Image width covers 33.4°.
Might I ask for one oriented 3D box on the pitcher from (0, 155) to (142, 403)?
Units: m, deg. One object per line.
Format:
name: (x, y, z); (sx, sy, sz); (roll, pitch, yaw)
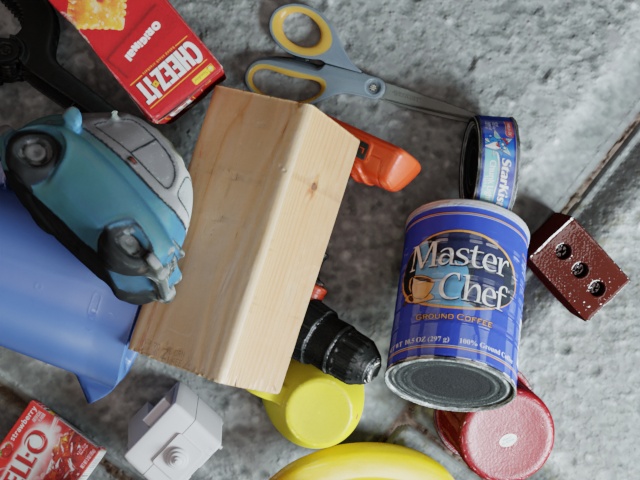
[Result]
pitcher: (-0.243, 0.010, 0.842); (0.243, 0.149, 0.145); (18, 137, -3)

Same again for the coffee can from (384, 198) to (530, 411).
coffee can: (0.110, 0.052, 0.851); (0.102, 0.103, 0.140); (14, 61, -6)

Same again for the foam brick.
foam brick: (0.214, 0.022, 0.910); (0.053, 0.051, 0.078); (-44, 97, 1)

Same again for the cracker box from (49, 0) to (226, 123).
cracker box: (-0.165, -0.187, 0.804); (0.072, 0.164, 0.213); (-40, 97, 1)

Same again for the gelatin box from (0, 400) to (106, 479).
gelatin box: (-0.236, 0.191, 0.891); (0.073, 0.030, 0.089); (34, 82, 8)

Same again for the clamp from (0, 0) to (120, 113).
clamp: (-0.251, -0.132, 0.827); (0.164, 0.036, 0.210); (-22, 75, -20)

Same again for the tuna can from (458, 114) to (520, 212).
tuna can: (0.138, -0.060, 0.879); (0.033, 0.086, 0.086); (4, 96, -3)

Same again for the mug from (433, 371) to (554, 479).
mug: (0.140, 0.147, 0.903); (0.117, 0.081, 0.093); (40, 92, -7)

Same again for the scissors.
scissors: (0.037, -0.149, 0.898); (0.201, 0.016, 0.096); (1, 96, -5)

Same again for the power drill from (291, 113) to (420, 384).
power drill: (0.003, 0.002, 0.857); (0.185, 0.057, 0.187); (29, 89, 25)

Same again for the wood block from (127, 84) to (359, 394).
wood block: (-0.055, 0.001, 0.802); (0.090, 0.090, 0.206); (15, 85, 29)

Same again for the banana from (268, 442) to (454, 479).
banana: (0.047, 0.205, 0.903); (0.197, 0.037, 0.069); (18, 81, -24)
